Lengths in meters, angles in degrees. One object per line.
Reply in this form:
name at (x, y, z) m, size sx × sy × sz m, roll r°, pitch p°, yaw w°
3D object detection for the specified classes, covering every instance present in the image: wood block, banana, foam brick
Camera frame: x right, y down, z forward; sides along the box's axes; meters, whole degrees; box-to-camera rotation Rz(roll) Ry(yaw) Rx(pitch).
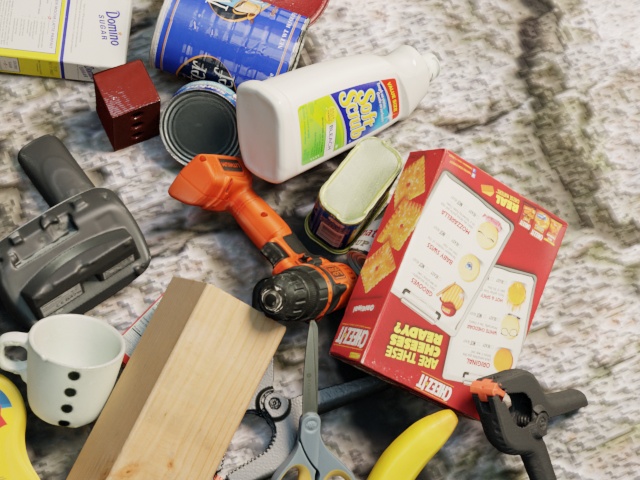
wood block at (-0.127, 0.144, 0.944) m, size 0.090 × 0.091 × 0.206 m, roll 32°, pitch 77°, yaw -27°
banana at (0.068, 0.244, 0.981) m, size 0.070 × 0.037 × 0.198 m, roll 16°, pitch 85°, yaw 9°
foam brick at (-0.193, -0.135, 1.068) m, size 0.053 × 0.078 × 0.051 m, roll -22°, pitch 74°, yaw -15°

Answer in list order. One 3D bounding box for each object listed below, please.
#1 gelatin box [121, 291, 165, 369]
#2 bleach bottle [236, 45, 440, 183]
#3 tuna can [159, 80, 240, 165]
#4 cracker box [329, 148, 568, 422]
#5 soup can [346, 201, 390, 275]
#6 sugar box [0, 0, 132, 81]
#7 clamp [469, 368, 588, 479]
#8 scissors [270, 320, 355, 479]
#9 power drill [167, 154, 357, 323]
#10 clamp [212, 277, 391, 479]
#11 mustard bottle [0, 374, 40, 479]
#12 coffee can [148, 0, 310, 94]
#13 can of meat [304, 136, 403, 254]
gelatin box at (-0.145, 0.099, 1.020) m, size 0.073 × 0.030 × 0.089 m, roll 41°, pitch 70°, yaw 8°
bleach bottle at (0.030, -0.147, 1.077) m, size 0.250 × 0.102 × 0.068 m, roll -29°, pitch 42°, yaw -35°
tuna can at (-0.116, -0.116, 1.070) m, size 0.086 × 0.086 × 0.033 m, roll 17°, pitch 26°, yaw -3°
cracker box at (0.123, 0.044, 1.011) m, size 0.164 × 0.072 × 0.213 m, roll 28°, pitch 79°, yaw -26°
soup can at (0.082, -0.003, 1.069) m, size 0.068 × 0.068 × 0.102 m, roll 39°, pitch 70°, yaw 6°
sugar box at (-0.286, -0.217, 1.100) m, size 0.176 × 0.048 × 0.093 m, roll 7°, pitch 70°, yaw -10°
clamp at (0.200, 0.163, 1.006) m, size 0.171 × 0.039 × 0.120 m, roll 49°, pitch 50°, yaw -36°
scissors at (0.006, 0.177, 0.978) m, size 0.096 × 0.016 × 0.202 m, roll 14°, pitch 97°, yaw -19°
power drill at (-0.057, 0.001, 1.001) m, size 0.057 × 0.184 × 0.188 m, roll -46°, pitch 76°, yaw 14°
clamp at (-0.035, 0.158, 1.012) m, size 0.164 × 0.036 × 0.210 m, roll 29°, pitch 69°, yaw 2°
mustard bottle at (-0.309, 0.174, 0.954) m, size 0.096 × 0.058 × 0.192 m, roll -15°, pitch 74°, yaw -11°
coffee can at (-0.092, -0.203, 1.093) m, size 0.140 × 0.103 × 0.102 m, roll 20°, pitch 69°, yaw -2°
can of meat at (0.034, -0.046, 1.068) m, size 0.057 × 0.084 × 0.102 m, roll 36°, pitch 70°, yaw 4°
